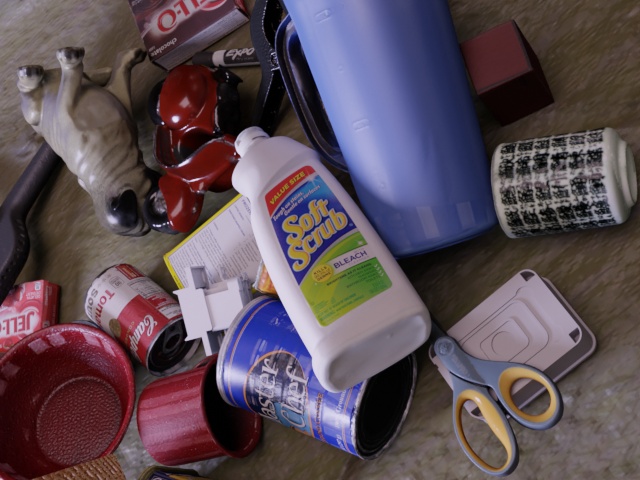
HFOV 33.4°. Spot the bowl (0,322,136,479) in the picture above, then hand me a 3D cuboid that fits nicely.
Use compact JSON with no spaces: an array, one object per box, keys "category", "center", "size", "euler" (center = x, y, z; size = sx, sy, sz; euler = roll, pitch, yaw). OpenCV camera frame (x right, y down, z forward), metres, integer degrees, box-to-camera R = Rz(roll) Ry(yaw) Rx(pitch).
[{"category":"bowl","center":[-0.237,0.161,0.996],"size":[0.162,0.055,0.162],"euler":[-7,62,13]}]

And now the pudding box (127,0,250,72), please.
[{"category":"pudding box","center":[-0.138,-0.243,1.117],"size":[0.114,0.039,0.090],"euler":[-30,65,17]}]

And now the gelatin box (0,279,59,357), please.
[{"category":"gelatin box","center":[-0.319,0.084,1.126],"size":[0.089,0.030,0.073],"euler":[-8,73,26]}]

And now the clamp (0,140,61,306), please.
[{"category":"clamp","center":[-0.358,-0.013,1.154],"size":[0.165,0.036,0.210],"euler":[-10,59,27]}]

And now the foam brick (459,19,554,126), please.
[{"category":"foam brick","center":[0.160,-0.142,0.913],"size":[0.053,0.078,0.051],"euler":[-24,66,18]}]

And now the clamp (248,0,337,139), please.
[{"category":"clamp","center":[-0.022,-0.164,0.995],"size":[0.120,0.039,0.171],"euler":[11,111,33]}]

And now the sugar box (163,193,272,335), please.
[{"category":"sugar box","center":[-0.056,0.001,1.004],"size":[0.176,0.048,0.093],"euler":[-37,67,11]}]

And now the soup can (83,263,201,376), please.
[{"category":"soup can","center":[-0.172,0.075,1.031],"size":[0.102,0.068,0.068],"euler":[35,94,30]}]

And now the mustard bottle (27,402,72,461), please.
[{"category":"mustard bottle","center":[-0.326,0.176,1.088],"size":[0.192,0.058,0.096],"euler":[34,92,30]}]

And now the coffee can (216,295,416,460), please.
[{"category":"coffee can","center":[-0.003,0.115,0.912],"size":[0.140,0.102,0.103],"euler":[17,84,30]}]

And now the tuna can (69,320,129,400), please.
[{"category":"tuna can","center":[-0.236,0.123,1.070],"size":[0.086,0.033,0.086],"euler":[-8,73,26]}]

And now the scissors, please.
[{"category":"scissors","center":[0.120,0.084,0.840],"size":[0.096,0.016,0.202],"euler":[-28,65,17]}]

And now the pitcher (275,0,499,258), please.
[{"category":"pitcher","center":[0.058,-0.111,0.897],"size":[0.145,0.149,0.243],"euler":[-18,92,-6]}]

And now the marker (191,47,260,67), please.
[{"category":"marker","center":[-0.078,-0.186,1.082],"size":[0.121,0.020,0.020],"euler":[1,77,27]}]

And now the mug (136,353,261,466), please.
[{"category":"mug","center":[-0.110,0.150,0.975],"size":[0.082,0.093,0.117],"euler":[-18,38,27]}]

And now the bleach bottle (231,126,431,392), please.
[{"category":"bleach bottle","center":[-0.013,-0.001,0.879],"size":[0.102,0.068,0.251],"euler":[-29,55,-8]}]
